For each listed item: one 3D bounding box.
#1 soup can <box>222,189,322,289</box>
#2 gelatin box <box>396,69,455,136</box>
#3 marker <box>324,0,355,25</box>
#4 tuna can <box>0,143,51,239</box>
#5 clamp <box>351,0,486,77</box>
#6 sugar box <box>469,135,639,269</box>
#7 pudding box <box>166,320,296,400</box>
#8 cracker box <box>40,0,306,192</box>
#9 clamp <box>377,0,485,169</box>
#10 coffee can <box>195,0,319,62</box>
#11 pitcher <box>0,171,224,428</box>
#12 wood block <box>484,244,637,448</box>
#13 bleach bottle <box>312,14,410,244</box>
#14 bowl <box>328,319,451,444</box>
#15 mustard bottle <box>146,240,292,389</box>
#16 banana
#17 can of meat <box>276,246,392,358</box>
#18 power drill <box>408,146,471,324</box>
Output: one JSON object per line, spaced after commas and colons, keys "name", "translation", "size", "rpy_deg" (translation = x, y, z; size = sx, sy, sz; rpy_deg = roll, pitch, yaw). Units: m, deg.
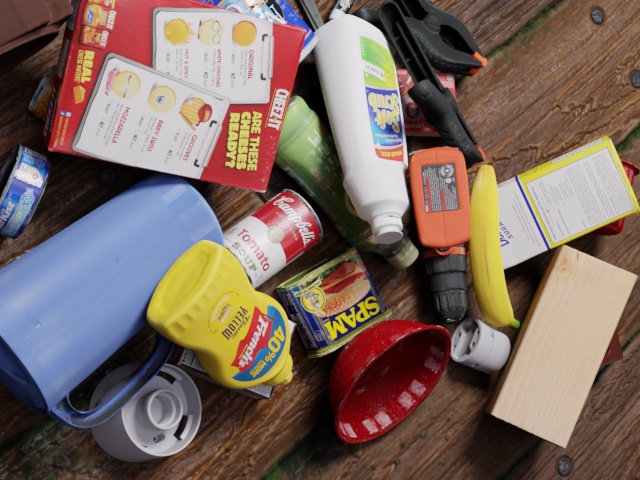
{"name": "soup can", "translation": [-0.057, 0.001, 1.114], "size": [0.102, 0.069, 0.068], "rpy_deg": [-37, 100, -24]}
{"name": "gelatin box", "translation": [0.115, -0.159, 1.236], "size": [0.089, 0.030, 0.073], "rpy_deg": [-1, 85, -26]}
{"name": "marker", "translation": [0.029, -0.268, 1.205], "size": [0.020, 0.020, 0.121], "rpy_deg": [36, 63, -18]}
{"name": "tuna can", "translation": [-0.285, -0.045, 0.999], "size": [0.033, 0.086, 0.086], "rpy_deg": [25, 74, -23]}
{"name": "clamp", "translation": [0.119, -0.256, 1.233], "size": [0.171, 0.039, 0.120], "rpy_deg": [28, 61, -20]}
{"name": "sugar box", "translation": [0.269, -0.043, 1.237], "size": [0.176, 0.048, 0.093], "rpy_deg": [-23, 97, 15]}
{"name": "pudding box", "translation": [-0.091, 0.106, 1.103], "size": [0.113, 0.039, 0.090], "rpy_deg": [25, 75, -20]}
{"name": "cracker box", "translation": [-0.139, -0.147, 1.007], "size": [0.213, 0.072, 0.164], "rpy_deg": [10, 103, -24]}
{"name": "clamp", "translation": [0.128, -0.143, 1.154], "size": [0.036, 0.164, 0.210], "rpy_deg": [-27, 126, 14]}
{"name": "coffee can", "translation": [-0.085, -0.228, 1.107], "size": [0.140, 0.103, 0.102], "rpy_deg": [47, 67, -13]}
{"name": "pitcher", "translation": [-0.204, 0.049, 1.008], "size": [0.242, 0.145, 0.149], "rpy_deg": [-40, 142, -27]}
{"name": "wood block", "translation": [0.270, 0.121, 1.212], "size": [0.091, 0.090, 0.206], "rpy_deg": [23, 85, 7]}
{"name": "bleach bottle", "translation": [0.053, -0.111, 1.121], "size": [0.102, 0.068, 0.251], "rpy_deg": [22, 49, -48]}
{"name": "bowl", "translation": [0.063, 0.139, 1.136], "size": [0.161, 0.162, 0.055], "rpy_deg": [-29, 53, -26]}
{"name": "mustard bottle", "translation": [-0.080, 0.089, 1.026], "size": [0.096, 0.058, 0.191], "rpy_deg": [-56, 137, -16]}
{"name": "banana", "translation": [0.190, 0.016, 1.206], "size": [0.069, 0.037, 0.198], "rpy_deg": [-35, 118, -66]}
{"name": "can of meat", "translation": [0.013, 0.065, 1.148], "size": [0.102, 0.058, 0.084], "rpy_deg": [-29, 95, -25]}
{"name": "power drill", "translation": [0.130, -0.011, 1.145], "size": [0.057, 0.187, 0.184], "rpy_deg": [-8, 77, 4]}
